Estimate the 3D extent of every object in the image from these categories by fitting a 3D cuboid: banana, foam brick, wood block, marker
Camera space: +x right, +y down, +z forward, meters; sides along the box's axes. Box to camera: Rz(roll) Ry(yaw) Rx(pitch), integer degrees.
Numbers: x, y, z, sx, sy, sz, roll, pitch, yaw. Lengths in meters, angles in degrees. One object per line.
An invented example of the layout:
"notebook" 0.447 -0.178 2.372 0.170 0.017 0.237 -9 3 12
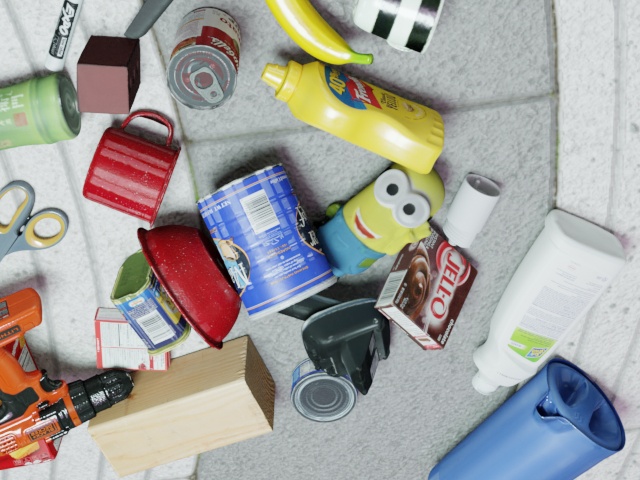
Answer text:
"banana" -0.025 -0.244 1.038 0.070 0.037 0.197 -26 111 32
"foam brick" -0.212 -0.167 1.071 0.051 0.078 0.053 5 123 -2
"wood block" -0.167 0.203 1.308 0.206 0.091 0.090 -18 121 12
"marker" -0.251 -0.225 1.067 0.020 0.020 0.121 19 121 -13

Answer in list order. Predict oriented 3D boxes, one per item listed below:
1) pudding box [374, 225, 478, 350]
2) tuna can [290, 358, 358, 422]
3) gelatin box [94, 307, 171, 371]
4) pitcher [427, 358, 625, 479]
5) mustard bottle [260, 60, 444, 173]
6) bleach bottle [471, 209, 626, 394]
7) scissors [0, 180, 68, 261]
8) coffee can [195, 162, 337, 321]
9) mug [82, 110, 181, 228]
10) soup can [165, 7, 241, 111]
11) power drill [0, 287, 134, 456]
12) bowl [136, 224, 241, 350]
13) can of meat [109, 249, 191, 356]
"pudding box" 0.120 0.053 1.201 0.090 0.113 0.039 41 153 -23
"tuna can" 0.005 0.186 1.331 0.086 0.033 0.086 0 123 0
"gelatin box" -0.226 0.120 1.288 0.089 0.030 0.073 3 122 -2
"pitcher" 0.257 0.269 1.343 0.149 0.145 0.243 39 119 -10
"mustard bottle" 0.030 -0.134 1.083 0.191 0.096 0.058 21 121 -14
"bleach bottle" 0.246 0.086 1.252 0.102 0.068 0.251 22 123 -14
"scissors" -0.355 0.019 1.229 0.096 0.016 0.202 20 121 -13
"coffee can" -0.057 0.001 1.135 0.103 0.102 0.140 -25 91 15
"mug" -0.197 -0.081 1.129 0.081 0.093 0.117 21 90 -8
"soup can" -0.113 -0.180 1.048 0.068 0.102 0.068 0 123 0
"power drill" -0.325 0.149 1.229 0.184 0.057 0.187 -24 123 -12
"bowl" -0.133 0.039 1.168 0.055 0.162 0.162 -33 119 2
"can of meat" -0.189 0.066 1.211 0.057 0.102 0.084 -24 119 15
